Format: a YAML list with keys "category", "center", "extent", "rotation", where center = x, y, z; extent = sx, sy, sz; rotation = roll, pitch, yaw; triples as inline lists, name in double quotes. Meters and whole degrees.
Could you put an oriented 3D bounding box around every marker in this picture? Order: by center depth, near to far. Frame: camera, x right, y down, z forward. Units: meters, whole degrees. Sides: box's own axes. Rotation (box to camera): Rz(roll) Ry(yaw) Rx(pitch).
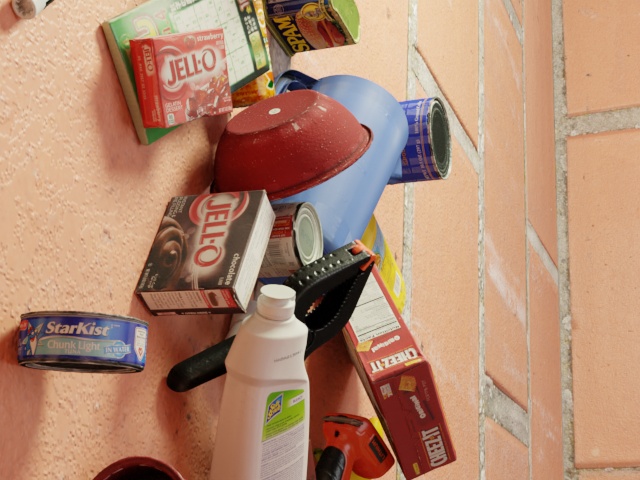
- category: "marker"
  center: [-0.190, -0.195, 0.788]
  extent: [0.121, 0.020, 0.020]
  rotation: [-65, 144, -52]

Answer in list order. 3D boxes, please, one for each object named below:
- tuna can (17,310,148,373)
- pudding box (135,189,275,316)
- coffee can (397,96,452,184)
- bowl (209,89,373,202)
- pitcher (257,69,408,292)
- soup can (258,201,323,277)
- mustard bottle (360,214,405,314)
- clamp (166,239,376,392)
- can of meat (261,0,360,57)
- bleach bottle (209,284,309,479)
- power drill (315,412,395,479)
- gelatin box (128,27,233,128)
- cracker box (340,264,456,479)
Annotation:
- category: "tuna can"
  center: [-0.160, 0.070, 0.720]
  extent: [0.086, 0.086, 0.034]
  rotation: [29, 61, -65]
- category: "pudding box"
  center: [-0.094, 0.010, 0.897]
  extent: [0.039, 0.090, 0.113]
  rotation: [64, 30, -45]
- category: "coffee can"
  center: [0.081, -0.118, 1.313]
  extent: [0.102, 0.140, 0.103]
  rotation: [-5, 90, -69]
- category: "bowl"
  center: [-0.036, -0.094, 0.979]
  extent: [0.162, 0.162, 0.055]
  rotation: [-61, 136, -55]
- category: "pitcher"
  center: [-0.005, -0.064, 1.119]
  extent: [0.242, 0.149, 0.145]
  rotation: [-67, 163, -45]
- category: "soup can"
  center: [-0.056, 0.001, 0.981]
  extent: [0.068, 0.102, 0.068]
  rotation: [-5, 90, -69]
- category: "mustard bottle"
  center: [0.055, 0.019, 1.330]
  extent: [0.191, 0.058, 0.096]
  rotation: [64, 28, -44]
- category: "clamp"
  center: [-0.034, 0.081, 0.951]
  extent: [0.210, 0.036, 0.164]
  rotation: [-52, 143, 5]
- category: "can of meat"
  center: [-0.009, -0.253, 1.183]
  extent: [0.102, 0.084, 0.057]
  rotation: [48, 42, -58]
- category: "bleach bottle"
  center: [-0.046, 0.156, 0.914]
  extent: [0.102, 0.068, 0.251]
  rotation: [-21, 125, -53]
- category: "power drill"
  center: [0.020, 0.294, 1.138]
  extent: [0.184, 0.057, 0.187]
  rotation: [61, 42, -41]
- category: "gelatin box"
  center: [-0.114, -0.136, 0.887]
  extent: [0.089, 0.030, 0.073]
  rotation: [-23, 111, -51]
- category: "cracker box"
  center: [0.077, 0.140, 1.224]
  extent: [0.214, 0.072, 0.164]
  rotation: [-117, -175, -54]
